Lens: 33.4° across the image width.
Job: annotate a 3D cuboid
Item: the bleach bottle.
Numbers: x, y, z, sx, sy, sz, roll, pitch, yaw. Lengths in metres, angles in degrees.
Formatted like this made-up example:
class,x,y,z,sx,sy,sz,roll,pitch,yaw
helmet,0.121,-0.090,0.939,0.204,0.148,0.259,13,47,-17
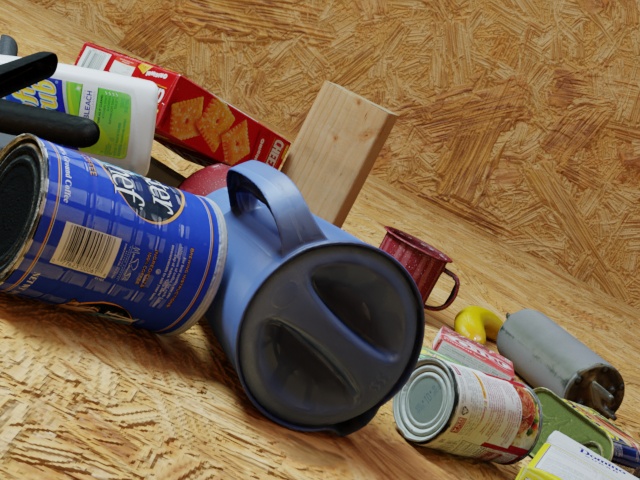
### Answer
class,x,y,z,sx,sy,sz,roll,pitch,yaw
bleach bottle,-0.288,-0.125,1.029,0.250,0.102,0.068,6,8,-20

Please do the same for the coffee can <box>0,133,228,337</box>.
class,x,y,z,sx,sy,sz,roll,pitch,yaw
coffee can,-0.148,0.000,0.713,0.140,0.103,0.103,20,11,-38

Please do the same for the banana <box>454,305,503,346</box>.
class,x,y,z,sx,sy,sz,roll,pitch,yaw
banana,0.202,0.109,1.341,0.070,0.037,0.197,30,9,23

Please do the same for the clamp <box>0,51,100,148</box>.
class,x,y,z,sx,sy,sz,roll,pitch,yaw
clamp,-0.301,-0.120,0.898,0.209,0.036,0.165,-3,31,-19

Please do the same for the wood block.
class,x,y,z,sx,sy,sz,roll,pitch,yaw
wood block,0.005,-0.082,1.310,0.090,0.206,0.090,28,9,9

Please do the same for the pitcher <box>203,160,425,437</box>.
class,x,y,z,sx,sy,sz,roll,pitch,yaw
pitcher,-0.033,0.025,0.796,0.144,0.149,0.243,23,6,-25

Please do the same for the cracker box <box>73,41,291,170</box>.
class,x,y,z,sx,sy,sz,roll,pitch,yaw
cracker box,-0.162,-0.139,1.224,0.164,0.072,0.213,23,-3,36

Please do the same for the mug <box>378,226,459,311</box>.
class,x,y,z,sx,sy,sz,roll,pitch,yaw
mug,0.112,0.045,1.301,0.117,0.081,0.093,27,9,0

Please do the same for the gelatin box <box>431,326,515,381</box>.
class,x,y,z,sx,sy,sz,roll,pitch,yaw
gelatin box,0.162,0.128,1.131,0.089,0.030,0.073,28,9,5

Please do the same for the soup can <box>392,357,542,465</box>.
class,x,y,z,sx,sy,sz,roll,pitch,yaw
soup can,0.114,0.133,0.831,0.102,0.068,0.069,20,11,-37

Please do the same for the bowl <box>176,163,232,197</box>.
class,x,y,z,sx,sy,sz,roll,pitch,yaw
bowl,-0.085,-0.040,1.177,0.162,0.055,0.162,26,-5,2

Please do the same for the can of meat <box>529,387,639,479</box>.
class,x,y,z,sx,sy,sz,roll,pitch,yaw
can of meat,0.233,0.182,0.947,0.083,0.057,0.102,23,10,-43

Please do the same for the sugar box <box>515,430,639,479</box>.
class,x,y,z,sx,sy,sz,roll,pitch,yaw
sugar box,0.197,0.194,0.801,0.093,0.048,0.176,30,5,18
